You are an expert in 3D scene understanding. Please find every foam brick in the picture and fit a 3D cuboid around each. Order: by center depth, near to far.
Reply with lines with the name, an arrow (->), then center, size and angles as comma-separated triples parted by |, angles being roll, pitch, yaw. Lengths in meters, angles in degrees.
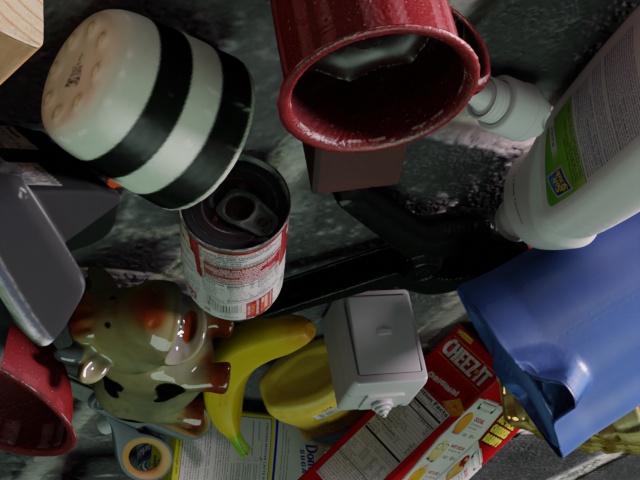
foam brick -> 0.018, -0.069, 0.586 | 0.051, 0.053, 0.078 | -7, 153, -7

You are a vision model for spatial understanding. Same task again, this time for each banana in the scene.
banana -> -0.059, 0.106, 0.876 | 0.069, 0.037, 0.198 | 30, 138, 3

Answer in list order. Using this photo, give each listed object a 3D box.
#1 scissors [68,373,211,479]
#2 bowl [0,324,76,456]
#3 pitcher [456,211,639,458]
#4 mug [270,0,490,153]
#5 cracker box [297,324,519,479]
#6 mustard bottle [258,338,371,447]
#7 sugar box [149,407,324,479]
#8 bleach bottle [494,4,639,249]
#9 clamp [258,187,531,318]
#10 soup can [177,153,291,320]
scissors -> -0.185, 0.151, 0.891 | 0.201, 0.016, 0.096 | 17, 104, -33
bowl -> -0.236, 0.090, 0.750 | 0.162, 0.055, 0.162 | 15, 147, 10
pitcher -> 0.222, 0.027, 0.726 | 0.243, 0.149, 0.145 | -31, 144, 1
mug -> 0.030, -0.099, 0.504 | 0.117, 0.081, 0.093 | 5, 148, -27
cracker box -> 0.086, 0.193, 0.981 | 0.213, 0.072, 0.164 | -44, 151, -4
mustard bottle -> 0.020, 0.150, 0.982 | 0.096, 0.058, 0.191 | -27, 150, 6
sugar box -> -0.076, 0.208, 1.016 | 0.175, 0.093, 0.048 | 15, 165, -39
bleach bottle -> 0.173, -0.066, 0.618 | 0.068, 0.102, 0.251 | 8, 155, -18
clamp -> 0.059, 0.013, 0.766 | 0.209, 0.036, 0.165 | 5, 147, -32
soup can -> -0.054, 0.001, 0.673 | 0.068, 0.068, 0.102 | -7, 152, -8
